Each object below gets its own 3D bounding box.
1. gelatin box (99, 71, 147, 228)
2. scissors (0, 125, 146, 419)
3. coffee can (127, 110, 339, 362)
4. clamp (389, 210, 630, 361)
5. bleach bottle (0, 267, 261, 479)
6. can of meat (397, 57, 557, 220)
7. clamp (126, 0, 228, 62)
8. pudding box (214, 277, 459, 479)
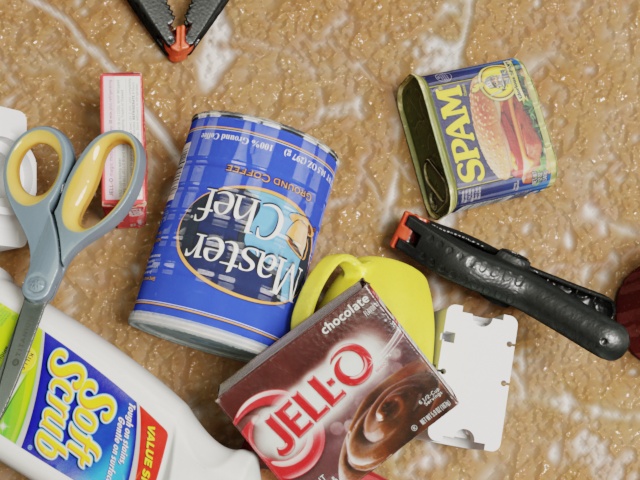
[{"bbox_3d":[-0.129,-0.058,0.702,0.030,0.073,0.089,-2,81,-10],"label":"gelatin box"},{"bbox_3d":[-0.179,0.013,0.639,0.096,0.016,0.201,28,79,17],"label":"scissors"},{"bbox_3d":[-0.055,0.001,0.690,0.102,0.103,0.140,17,78,-6],"label":"coffee can"},{"bbox_3d":[0.133,0.027,0.733,0.171,0.120,0.039,30,96,15],"label":"clamp"},{"bbox_3d":[-0.127,0.110,0.644,0.251,0.068,0.102,26,78,13],"label":"bleach bottle"},{"bbox_3d":[0.110,-0.073,0.754,0.083,0.057,0.102,-13,83,-13],"label":"can of meat"},{"bbox_3d":[-0.111,-0.232,0.753,0.164,0.036,0.210,6,80,-9],"label":"clamp"},{"bbox_3d":[0.009,0.091,0.625,0.113,0.039,0.090,-38,99,1],"label":"pudding box"}]
